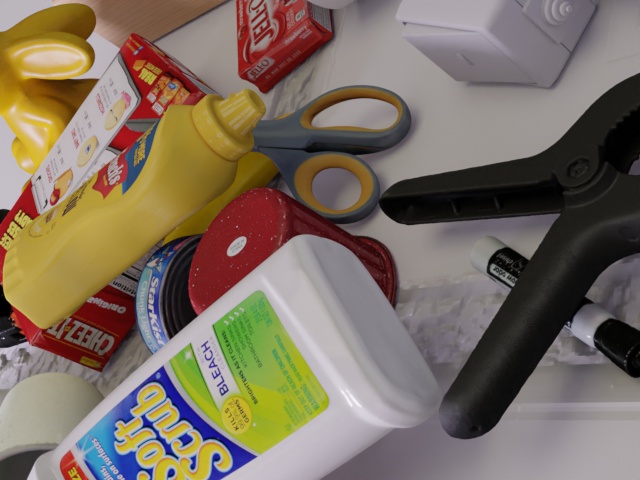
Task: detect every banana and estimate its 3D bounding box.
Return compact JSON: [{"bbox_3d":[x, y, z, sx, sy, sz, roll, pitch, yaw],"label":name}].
[{"bbox_3d":[-0.071,-0.001,0.716,0.070,0.037,0.198,20,82,30],"label":"banana"}]

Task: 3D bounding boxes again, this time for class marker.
[{"bbox_3d":[0.109,0.028,0.487,0.020,0.020,0.121,-56,35,4],"label":"marker"}]

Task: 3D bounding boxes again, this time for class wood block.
[{"bbox_3d":[-0.129,-0.249,0.915,0.207,0.090,0.090,-16,53,44],"label":"wood block"}]

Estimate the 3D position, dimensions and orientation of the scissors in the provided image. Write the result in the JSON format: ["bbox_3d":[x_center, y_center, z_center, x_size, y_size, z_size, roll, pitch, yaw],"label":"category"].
[{"bbox_3d":[-0.039,-0.049,0.668,0.202,0.016,0.096,-8,68,22],"label":"scissors"}]

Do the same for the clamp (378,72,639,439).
[{"bbox_3d":[0.117,-0.024,0.484,0.210,0.036,0.164,-38,36,12],"label":"clamp"}]

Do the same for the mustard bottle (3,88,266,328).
[{"bbox_3d":[-0.108,-0.028,0.647,0.192,0.058,0.096,-35,22,22],"label":"mustard bottle"}]

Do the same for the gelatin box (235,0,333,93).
[{"bbox_3d":[-0.028,-0.163,0.783,0.073,0.030,0.089,-33,42,31],"label":"gelatin box"}]

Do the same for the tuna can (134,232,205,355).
[{"bbox_3d":[-0.067,0.038,0.636,0.034,0.086,0.086,-7,60,50],"label":"tuna can"}]

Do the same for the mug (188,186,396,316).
[{"bbox_3d":[-0.014,0.028,0.582,0.093,0.081,0.117,-51,36,11],"label":"mug"}]

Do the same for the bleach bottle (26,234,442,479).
[{"bbox_3d":[-0.067,0.109,0.517,0.251,0.068,0.103,-40,64,19],"label":"bleach bottle"}]

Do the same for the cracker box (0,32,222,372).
[{"bbox_3d":[-0.152,-0.033,0.802,0.214,0.072,0.164,-55,36,6],"label":"cracker box"}]

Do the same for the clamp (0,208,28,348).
[{"bbox_3d":[-0.284,0.052,0.927,0.120,0.039,0.172,-59,35,9],"label":"clamp"}]
